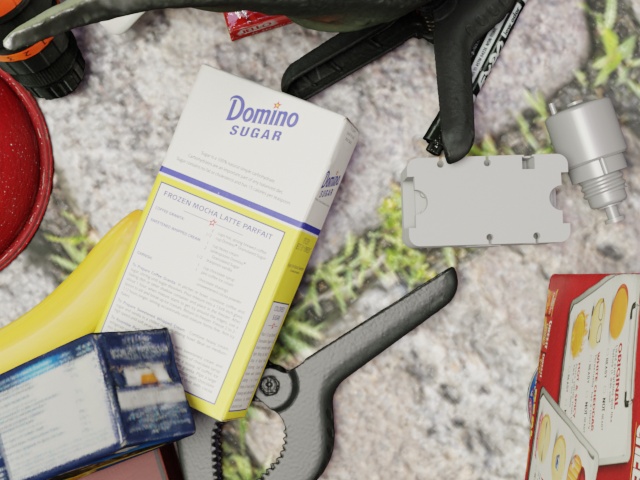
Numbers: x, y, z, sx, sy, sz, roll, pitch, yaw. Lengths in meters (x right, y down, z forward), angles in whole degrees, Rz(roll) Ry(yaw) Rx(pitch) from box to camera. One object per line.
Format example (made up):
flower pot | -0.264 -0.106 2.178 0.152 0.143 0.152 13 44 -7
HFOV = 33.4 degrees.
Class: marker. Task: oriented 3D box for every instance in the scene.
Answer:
marker | 0.095 -0.106 0.641 0.020 0.020 0.121 27 88 1

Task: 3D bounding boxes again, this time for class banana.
banana | -0.177 0.050 0.625 0.197 0.037 0.069 -24 100 -2

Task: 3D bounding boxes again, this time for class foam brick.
foam brick | -0.105 0.152 0.617 0.051 0.053 0.078 -18 87 -1

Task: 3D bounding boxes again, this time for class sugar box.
sugar box | -0.054 0.001 0.594 0.093 0.048 0.176 23 88 16

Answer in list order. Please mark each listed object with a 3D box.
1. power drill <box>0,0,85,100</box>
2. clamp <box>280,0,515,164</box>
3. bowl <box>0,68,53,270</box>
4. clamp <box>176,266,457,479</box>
power drill | -0.216 -0.167 0.583 0.188 0.184 0.057 38 78 17
clamp | 0.070 -0.123 0.613 0.120 0.039 0.171 35 80 20
bowl | -0.239 -0.045 0.613 0.162 0.055 0.162 0 90 -8
clamp | -0.018 0.082 0.625 0.164 0.036 0.210 13 87 5
